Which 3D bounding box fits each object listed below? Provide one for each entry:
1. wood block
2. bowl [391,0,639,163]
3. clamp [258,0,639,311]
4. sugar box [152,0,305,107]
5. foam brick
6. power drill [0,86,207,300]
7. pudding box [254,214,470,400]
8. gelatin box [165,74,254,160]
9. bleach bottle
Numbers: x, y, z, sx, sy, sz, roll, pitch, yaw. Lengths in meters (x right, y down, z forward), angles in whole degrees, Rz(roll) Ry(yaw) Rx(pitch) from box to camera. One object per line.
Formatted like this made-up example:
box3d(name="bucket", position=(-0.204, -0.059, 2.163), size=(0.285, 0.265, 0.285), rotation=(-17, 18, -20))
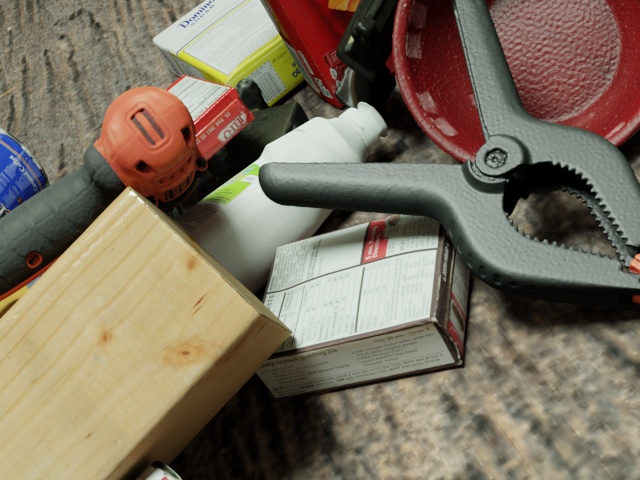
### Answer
box3d(name="wood block", position=(-0.121, 0.086, 0.512), size=(0.090, 0.091, 0.206), rotation=(42, 88, 13))
box3d(name="bowl", position=(0.126, -0.115, 0.618), size=(0.162, 0.162, 0.055), rotation=(-18, -6, 20))
box3d(name="clamp", position=(0.092, -0.042, 0.540), size=(0.210, 0.036, 0.164), rotation=(32, 75, 28))
box3d(name="sugar box", position=(-0.066, -0.161, 0.886), size=(0.093, 0.048, 0.176), rotation=(-38, 30, -9))
box3d(name="foam brick", position=(0.110, -0.126, 0.694), size=(0.078, 0.051, 0.053), rotation=(-20, 35, 17))
box3d(name="power drill", position=(-0.145, -0.003, 0.584), size=(0.187, 0.057, 0.184), rotation=(-40, -2, -10))
box3d(name="pudding box", position=(0.022, 0.033, 0.573), size=(0.114, 0.039, 0.090), rotation=(-16, 39, 27))
box3d(name="gelatin box", position=(-0.096, -0.076, 0.734), size=(0.073, 0.030, 0.089), rotation=(-44, 32, -13))
box3d(name="bleach bottle", position=(-0.054, 0.001, 0.647), size=(0.250, 0.068, 0.103), rotation=(-40, 21, -15))
